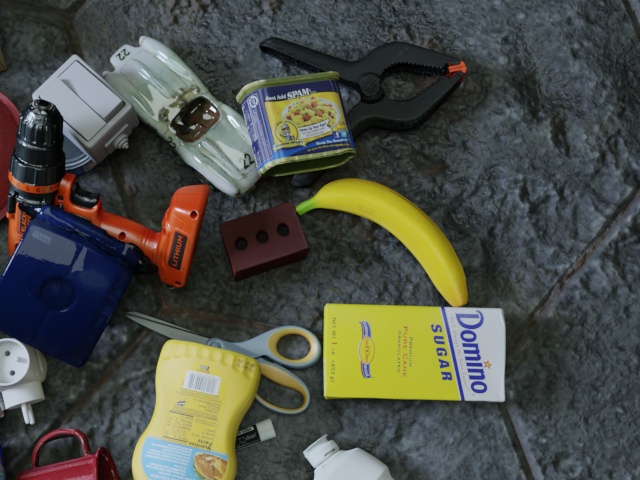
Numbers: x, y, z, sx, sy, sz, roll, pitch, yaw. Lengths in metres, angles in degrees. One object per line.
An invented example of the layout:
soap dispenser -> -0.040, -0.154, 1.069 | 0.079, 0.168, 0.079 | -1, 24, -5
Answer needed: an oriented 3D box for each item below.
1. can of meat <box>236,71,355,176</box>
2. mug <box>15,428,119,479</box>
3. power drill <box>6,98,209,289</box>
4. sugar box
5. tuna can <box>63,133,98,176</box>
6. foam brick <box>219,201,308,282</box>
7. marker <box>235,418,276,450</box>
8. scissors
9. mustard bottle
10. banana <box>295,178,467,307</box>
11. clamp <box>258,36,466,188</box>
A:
can of meat -> -0.022, -0.112, 1.041 | 0.102, 0.058, 0.084 | -11, 80, -22
mug -> -0.234, 0.233, 0.986 | 0.081, 0.093, 0.117 | -12, 82, 0
power drill -> -0.204, -0.037, 1.015 | 0.187, 0.185, 0.057 | 15, 38, -2
sugar box -> 0.091, 0.110, 1.043 | 0.176, 0.048, 0.093 | 1, 81, 0
tuna can -> -0.259, -0.108, 1.085 | 0.086, 0.034, 0.086 | 0, 78, -2
foam brick -> -0.057, 0.001, 1.059 | 0.078, 0.051, 0.053 | -19, 79, -6
marker -> -0.103, 0.201, 1.032 | 0.121, 0.020, 0.020 | -19, 79, -5
scissors -> -0.085, 0.095, 1.057 | 0.202, 0.016, 0.096 | 36, 78, 6
mustard bottle -> -0.122, 0.194, 0.992 | 0.096, 0.058, 0.191 | 13, 75, 4
banana -> 0.075, -0.010, 1.077 | 0.198, 0.037, 0.070 | 31, 105, 7
clamp -> 0.048, -0.142, 1.101 | 0.210, 0.036, 0.164 | -6, 80, 1
